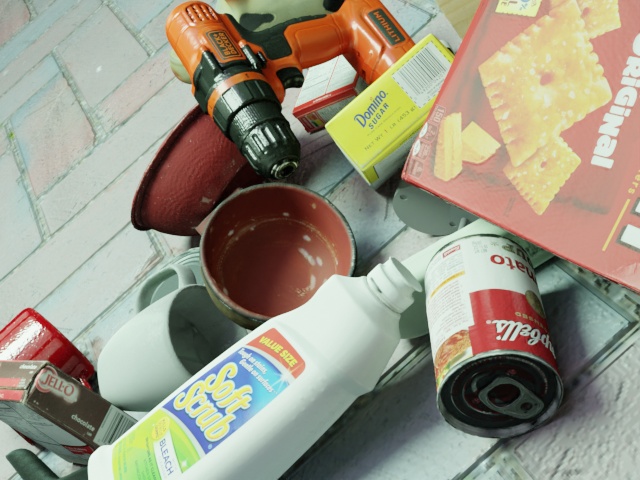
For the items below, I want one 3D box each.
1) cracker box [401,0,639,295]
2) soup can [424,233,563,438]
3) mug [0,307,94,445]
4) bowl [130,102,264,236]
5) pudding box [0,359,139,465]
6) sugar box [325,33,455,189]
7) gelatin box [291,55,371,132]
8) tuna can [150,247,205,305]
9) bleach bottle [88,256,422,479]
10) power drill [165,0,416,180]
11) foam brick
[{"bbox_3d":[0.160,-0.065,0.570,0.214,0.072,0.164,31,98,47],"label":"cracker box"},{"bbox_3d":[0.096,0.053,0.613,0.069,0.068,0.102,-28,34,21],"label":"soup can"},{"bbox_3d":[-0.236,0.117,0.890,0.117,0.093,0.081,35,72,26],"label":"mug"},{"bbox_3d":[-0.089,-0.058,0.914,0.162,0.055,0.162,-50,-10,-13],"label":"bowl"},{"bbox_3d":[-0.194,0.129,0.793,0.090,0.113,0.039,-4,51,45],"label":"pudding box"},{"bbox_3d":[0.056,-0.085,0.757,0.093,0.048,0.176,-40,-2,3],"label":"sugar box"},{"bbox_3d":[0.020,-0.146,0.968,0.073,0.030,0.089,-17,40,37],"label":"gelatin box"},{"bbox_3d":[-0.109,0.049,0.871,0.086,0.033,0.086,-28,34,21],"label":"tuna can"},{"bbox_3d":[-0.039,0.100,0.671,0.251,0.068,0.103,-44,35,13],"label":"bleach bottle"},{"bbox_3d":[-0.010,-0.132,0.852,0.187,0.057,0.184,-14,56,-29],"label":"power drill"},{"bbox_3d":[-0.056,0.001,0.853,0.051,0.053,0.078,-44,32,-3],"label":"foam brick"}]
